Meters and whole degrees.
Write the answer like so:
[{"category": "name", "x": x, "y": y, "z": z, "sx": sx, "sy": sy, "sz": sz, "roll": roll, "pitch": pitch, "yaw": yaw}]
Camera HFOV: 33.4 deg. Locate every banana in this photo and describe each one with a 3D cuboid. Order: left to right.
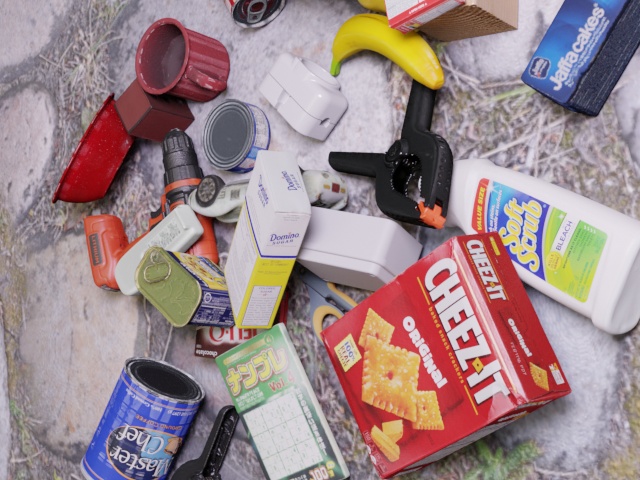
[{"category": "banana", "x": 0.065, "y": -0.201, "z": 1.110, "sx": 0.198, "sy": 0.037, "sz": 0.069, "roll": 23, "pitch": 134, "yaw": 57}]

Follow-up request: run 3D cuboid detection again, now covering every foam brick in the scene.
[{"category": "foam brick", "x": -0.206, "y": -0.160, "z": 1.329, "sx": 0.051, "sy": 0.078, "sz": 0.053, "roll": -43, "pitch": 62, "yaw": 25}]

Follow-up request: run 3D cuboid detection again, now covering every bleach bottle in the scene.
[{"category": "bleach bottle", "x": 0.190, "y": -0.008, "z": 1.000, "sx": 0.251, "sy": 0.067, "sz": 0.102, "roll": 28, "pitch": 105, "yaw": 41}]

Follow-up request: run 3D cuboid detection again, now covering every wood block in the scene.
[{"category": "wood block", "x": 0.140, "y": -0.315, "z": 1.062, "sx": 0.090, "sy": 0.090, "sz": 0.206, "roll": -2, "pitch": 83, "yaw": 39}]

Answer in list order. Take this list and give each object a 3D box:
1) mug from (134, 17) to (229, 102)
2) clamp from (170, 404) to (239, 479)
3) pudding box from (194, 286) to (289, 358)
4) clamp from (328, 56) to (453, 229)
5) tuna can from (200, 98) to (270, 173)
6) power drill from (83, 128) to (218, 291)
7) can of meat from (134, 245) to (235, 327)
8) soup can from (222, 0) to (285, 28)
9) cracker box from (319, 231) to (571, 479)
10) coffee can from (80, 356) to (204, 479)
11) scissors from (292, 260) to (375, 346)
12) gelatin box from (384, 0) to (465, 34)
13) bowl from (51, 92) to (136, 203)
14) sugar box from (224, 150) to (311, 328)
[{"category": "mug", "x": -0.157, "y": -0.210, "z": 1.292, "sx": 0.117, "sy": 0.081, "sz": 0.093, "roll": 34, "pitch": 105, "yaw": 37}, {"category": "clamp", "x": -0.131, "y": 0.271, "z": 1.236, "sx": 0.172, "sy": 0.039, "sz": 0.120, "roll": -35, "pitch": 52, "yaw": 33}, {"category": "pudding box", "x": -0.091, "y": 0.094, "z": 1.225, "sx": 0.114, "sy": 0.039, "sz": 0.090, "roll": 1, "pitch": 84, "yaw": 39}, {"category": "clamp", "x": 0.077, "y": -0.078, "z": 1.075, "sx": 0.165, "sy": 0.036, "sz": 0.210, "roll": -43, "pitch": 37, "yaw": 28}, {"category": "tuna can", "x": -0.100, "y": -0.123, "z": 1.266, "sx": 0.086, "sy": 0.033, "sz": 0.086, "roll": -6, "pitch": 80, "yaw": 38}, {"category": "power drill", "x": -0.213, "y": -0.026, "z": 1.328, "sx": 0.188, "sy": 0.057, "sz": 0.184, "roll": -24, "pitch": 70, "yaw": 34}, {"category": "can of meat", "x": -0.144, "y": 0.054, "z": 1.193, "sx": 0.102, "sy": 0.083, "sz": 0.057, "roll": 39, "pitch": 106, "yaw": 34}, {"category": "soup can", "x": -0.092, "y": -0.311, "z": 1.263, "sx": 0.069, "sy": 0.068, "sz": 0.102, "roll": -42, "pitch": 60, "yaw": 27}, {"category": "cracker box", "x": 0.108, "y": 0.113, "z": 1.008, "sx": 0.214, "sy": 0.071, "sz": 0.164, "roll": -40, "pitch": 65, "yaw": 43}, {"category": "coffee can", "x": -0.211, "y": 0.223, "z": 1.264, "sx": 0.103, "sy": 0.102, "sz": 0.140, "roll": 34, "pitch": 105, "yaw": 37}, {"category": "scissors", "x": -0.018, "y": 0.055, "z": 1.185, "sx": 0.202, "sy": 0.016, "sz": 0.096, "roll": 21, "pitch": 93, "yaw": 38}, {"category": "gelatin box", "x": 0.094, "y": -0.252, "z": 1.013, "sx": 0.073, "sy": 0.030, "sz": 0.089, "roll": -22, "pitch": 70, "yaw": 37}, {"category": "bowl", "x": -0.281, "y": -0.106, "z": 1.365, "sx": 0.162, "sy": 0.055, "sz": 0.162, "roll": -59, "pitch": 9, "yaw": 16}, {"category": "sugar box", "x": -0.057, "y": 0.002, "z": 1.112, "sx": 0.176, "sy": 0.048, "sz": 0.093, "roll": 114, "pitch": 150, "yaw": -41}]
